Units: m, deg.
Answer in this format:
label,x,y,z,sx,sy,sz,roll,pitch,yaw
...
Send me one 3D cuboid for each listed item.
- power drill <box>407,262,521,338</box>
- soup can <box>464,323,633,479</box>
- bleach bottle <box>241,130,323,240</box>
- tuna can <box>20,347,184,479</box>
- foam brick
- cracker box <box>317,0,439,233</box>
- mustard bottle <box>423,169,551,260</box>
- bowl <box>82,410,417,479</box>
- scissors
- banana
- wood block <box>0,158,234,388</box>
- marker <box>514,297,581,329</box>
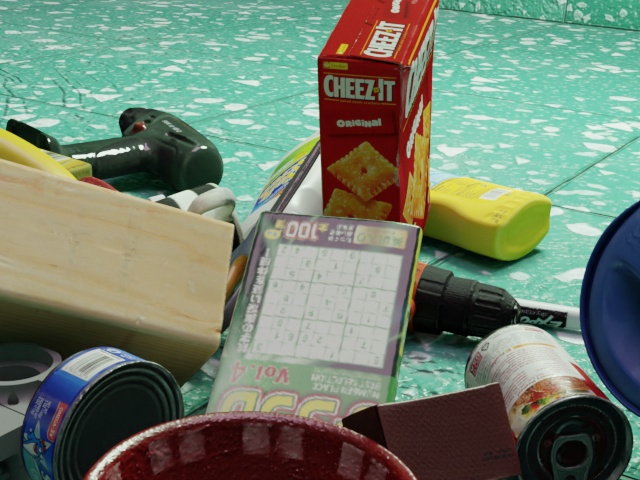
label,x,y,z,sx,sy,sz,roll,pitch,yaw
power drill,0.035,0.060,0.747,0.185,0.057,0.187,10,18,20
soup can,0.129,0.099,0.625,0.068,0.068,0.102,-1,19,-10
bleach bottle,-0.017,-0.031,0.948,0.103,0.068,0.250,-33,11,19
tuna can,-0.114,0.100,0.561,0.034,0.086,0.085,16,23,37
foam brick,0.059,0.111,0.576,0.078,0.053,0.051,-6,-14,-25
cracker box,0.051,-0.083,0.865,0.072,0.214,0.164,7,36,12
mustard bottle,0.115,-0.034,1.019,0.192,0.058,0.096,19,31,38
bowl,-0.032,0.141,0.498,0.162,0.055,0.162,2,19,-1
scissors,-0.055,0.001,0.802,0.096,0.016,0.201,-29,26,40
banana,-0.253,-0.057,0.879,0.198,0.037,0.069,37,30,19
wood block,-0.168,0.019,0.648,0.205,0.091,0.090,16,58,-19
marker,0.172,0.056,0.825,0.121,0.020,0.020,8,20,15
